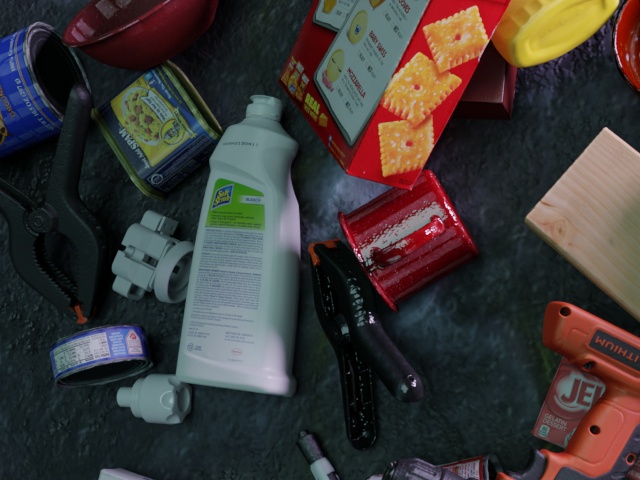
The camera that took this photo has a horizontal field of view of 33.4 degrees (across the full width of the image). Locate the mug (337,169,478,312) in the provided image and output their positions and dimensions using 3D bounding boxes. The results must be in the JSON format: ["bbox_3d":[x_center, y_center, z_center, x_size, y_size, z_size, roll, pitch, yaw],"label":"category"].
[{"bbox_3d":[0.070,-0.002,0.832,0.081,0.117,0.093,-31,88,9],"label":"mug"}]

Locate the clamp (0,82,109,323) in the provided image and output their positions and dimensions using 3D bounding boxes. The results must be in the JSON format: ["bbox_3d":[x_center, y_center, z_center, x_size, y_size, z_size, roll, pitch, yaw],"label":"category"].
[{"bbox_3d":[-0.255,-0.024,0.953,0.165,0.036,0.210,-9,104,14],"label":"clamp"}]

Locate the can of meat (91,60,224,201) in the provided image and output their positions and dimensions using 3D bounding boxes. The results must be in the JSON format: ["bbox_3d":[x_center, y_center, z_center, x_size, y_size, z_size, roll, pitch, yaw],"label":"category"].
[{"bbox_3d":[-0.143,-0.101,0.957,0.084,0.057,0.102,-38,71,9],"label":"can of meat"}]

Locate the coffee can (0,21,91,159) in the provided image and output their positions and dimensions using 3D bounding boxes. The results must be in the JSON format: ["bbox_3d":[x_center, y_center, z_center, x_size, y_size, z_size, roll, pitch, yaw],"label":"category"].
[{"bbox_3d":[-0.301,-0.130,0.996,0.140,0.102,0.103,-19,75,17],"label":"coffee can"}]

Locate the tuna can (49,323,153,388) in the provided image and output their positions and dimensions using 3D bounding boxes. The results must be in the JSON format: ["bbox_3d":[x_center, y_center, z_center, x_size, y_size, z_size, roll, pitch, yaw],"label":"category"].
[{"bbox_3d":[-0.191,0.101,0.928,0.086,0.086,0.034,-20,74,17],"label":"tuna can"}]

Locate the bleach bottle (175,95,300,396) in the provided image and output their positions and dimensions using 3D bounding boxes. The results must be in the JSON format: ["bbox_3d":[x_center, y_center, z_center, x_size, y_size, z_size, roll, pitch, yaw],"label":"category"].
[{"bbox_3d":[-0.056,0.001,0.906,0.103,0.068,0.251,5,81,21],"label":"bleach bottle"}]

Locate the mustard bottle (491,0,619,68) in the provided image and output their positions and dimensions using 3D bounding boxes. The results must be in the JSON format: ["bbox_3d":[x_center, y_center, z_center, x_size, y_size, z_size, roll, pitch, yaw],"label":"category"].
[{"bbox_3d":[0.146,-0.222,0.848,0.096,0.058,0.192,-32,51,3],"label":"mustard bottle"}]

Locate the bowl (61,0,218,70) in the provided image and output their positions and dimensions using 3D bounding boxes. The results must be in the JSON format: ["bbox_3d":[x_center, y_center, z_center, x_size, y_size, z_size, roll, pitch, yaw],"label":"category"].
[{"bbox_3d":[-0.148,-0.200,0.950,0.162,0.055,0.162,-24,31,15],"label":"bowl"}]

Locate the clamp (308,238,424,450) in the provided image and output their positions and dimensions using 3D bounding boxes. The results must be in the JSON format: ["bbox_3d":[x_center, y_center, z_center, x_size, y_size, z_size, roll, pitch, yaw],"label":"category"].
[{"bbox_3d":[0.026,0.082,0.860,0.120,0.039,0.171,-61,41,45],"label":"clamp"}]

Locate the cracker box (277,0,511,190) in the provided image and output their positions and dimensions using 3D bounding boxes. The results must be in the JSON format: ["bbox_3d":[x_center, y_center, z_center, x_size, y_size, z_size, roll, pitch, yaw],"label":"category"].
[{"bbox_3d":[0.061,-0.171,0.816,0.214,0.072,0.164,-63,33,23],"label":"cracker box"}]

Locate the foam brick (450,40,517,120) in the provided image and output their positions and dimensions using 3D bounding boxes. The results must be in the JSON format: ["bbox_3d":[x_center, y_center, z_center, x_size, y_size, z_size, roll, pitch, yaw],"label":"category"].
[{"bbox_3d":[0.117,-0.130,0.866,0.078,0.051,0.053,6,83,21],"label":"foam brick"}]

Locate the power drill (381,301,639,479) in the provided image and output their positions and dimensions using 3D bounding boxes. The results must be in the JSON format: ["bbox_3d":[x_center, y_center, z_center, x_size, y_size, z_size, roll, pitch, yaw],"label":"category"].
[{"bbox_3d":[0.157,0.141,0.746,0.184,0.057,0.187,26,86,2],"label":"power drill"}]

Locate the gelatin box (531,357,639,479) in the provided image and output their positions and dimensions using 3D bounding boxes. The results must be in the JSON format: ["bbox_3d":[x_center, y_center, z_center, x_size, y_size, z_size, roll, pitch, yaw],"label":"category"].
[{"bbox_3d":[0.213,0.129,0.800,0.089,0.030,0.073,22,89,22],"label":"gelatin box"}]

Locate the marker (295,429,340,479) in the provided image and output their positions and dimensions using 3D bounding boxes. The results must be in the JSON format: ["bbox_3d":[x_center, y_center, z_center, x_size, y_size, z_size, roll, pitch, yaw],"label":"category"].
[{"bbox_3d":[0.013,0.209,0.869,0.020,0.020,0.121,-34,72,13],"label":"marker"}]
